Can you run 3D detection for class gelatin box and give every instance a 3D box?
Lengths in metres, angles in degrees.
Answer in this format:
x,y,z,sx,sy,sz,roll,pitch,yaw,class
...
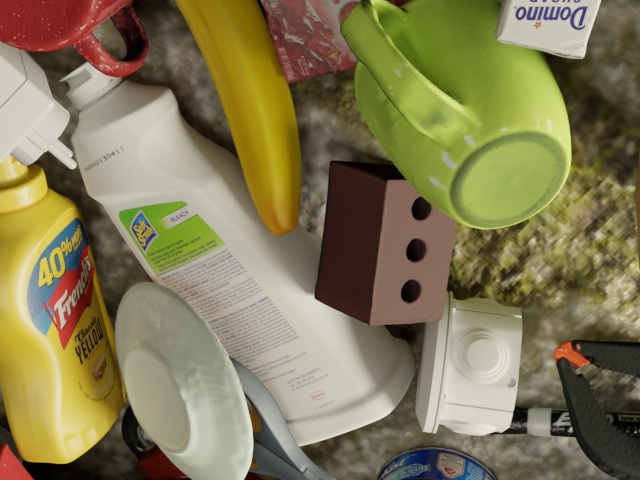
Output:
x,y,z,sx,sy,sz,roll,pitch,yaw,class
0.005,-0.131,0.536,0.073,0.030,0.089,-10,116,19,gelatin box

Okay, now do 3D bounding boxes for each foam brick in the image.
x,y,z,sx,sy,sz,roll,pitch,yaw,class
0.035,0.000,0.566,0.051,0.052,0.078,20,108,53,foam brick

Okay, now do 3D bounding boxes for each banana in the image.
x,y,z,sx,sy,sz,roll,pitch,yaw,class
-0.051,-0.097,0.548,0.037,0.069,0.197,-6,124,34,banana

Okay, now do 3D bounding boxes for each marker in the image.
x,y,z,sx,sy,sz,roll,pitch,yaw,class
0.157,0.110,0.640,0.121,0.020,0.020,1,119,14,marker

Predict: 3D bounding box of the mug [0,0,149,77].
x,y,z,sx,sy,sz,roll,pitch,yaw,class
-0.127,-0.135,0.537,0.093,0.081,0.117,-19,113,23,mug

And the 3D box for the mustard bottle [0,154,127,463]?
x,y,z,sx,sy,sz,roll,pitch,yaw,class
-0.166,0.030,0.632,0.058,0.096,0.191,1,119,18,mustard bottle

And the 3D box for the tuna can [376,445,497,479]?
x,y,z,sx,sy,sz,roll,pitch,yaw,class
0.075,0.177,0.690,0.086,0.033,0.086,6,120,11,tuna can

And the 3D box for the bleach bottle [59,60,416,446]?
x,y,z,sx,sy,sz,roll,pitch,yaw,class
-0.054,0.001,0.606,0.103,0.068,0.250,-25,108,32,bleach bottle

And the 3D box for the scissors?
x,y,z,sx,sy,sz,roll,pitch,yaw,class
-0.006,0.125,0.605,0.202,0.016,0.096,23,137,24,scissors
